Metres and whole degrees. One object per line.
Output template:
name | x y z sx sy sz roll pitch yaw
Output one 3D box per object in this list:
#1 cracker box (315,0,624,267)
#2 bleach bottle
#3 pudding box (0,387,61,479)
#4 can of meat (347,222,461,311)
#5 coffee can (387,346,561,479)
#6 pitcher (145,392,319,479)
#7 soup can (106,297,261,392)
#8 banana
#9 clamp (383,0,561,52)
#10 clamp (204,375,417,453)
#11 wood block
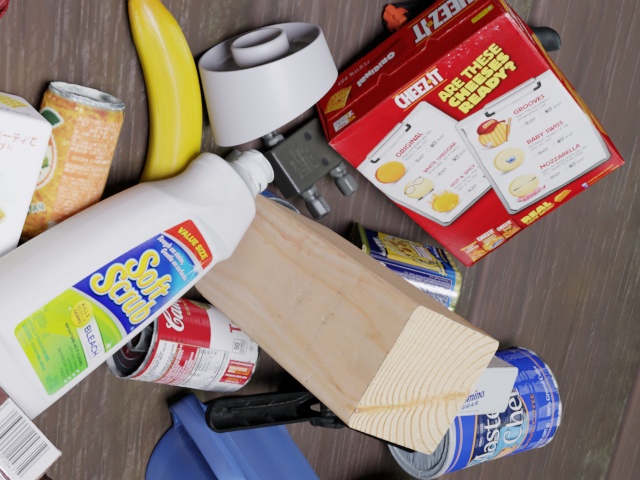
cracker box | 0.123 -0.090 0.862 0.164 0.072 0.213 -35 134 18
bleach bottle | -0.129 0.009 0.708 0.250 0.068 0.102 -40 138 -29
pudding box | -0.219 0.105 0.637 0.113 0.090 0.039 53 52 -11
can of meat | 0.063 0.030 0.876 0.084 0.102 0.057 14 105 -6
coffee can | 0.143 0.162 1.016 0.140 0.103 0.103 -7 116 -33
pitcher | -0.043 0.230 0.825 0.149 0.243 0.145 14 105 -32
soup can | -0.105 0.079 0.821 0.102 0.069 0.068 16 102 -40
banana | -0.116 -0.075 0.756 0.069 0.037 0.198 -2 113 -38
clamp | 0.114 -0.142 0.888 0.171 0.039 0.120 13 110 -33
clamp | 0.016 0.134 0.864 0.209 0.165 0.036 -4 99 -76
wood block | 0.011 0.052 0.751 0.090 0.206 0.090 27 95 -41
